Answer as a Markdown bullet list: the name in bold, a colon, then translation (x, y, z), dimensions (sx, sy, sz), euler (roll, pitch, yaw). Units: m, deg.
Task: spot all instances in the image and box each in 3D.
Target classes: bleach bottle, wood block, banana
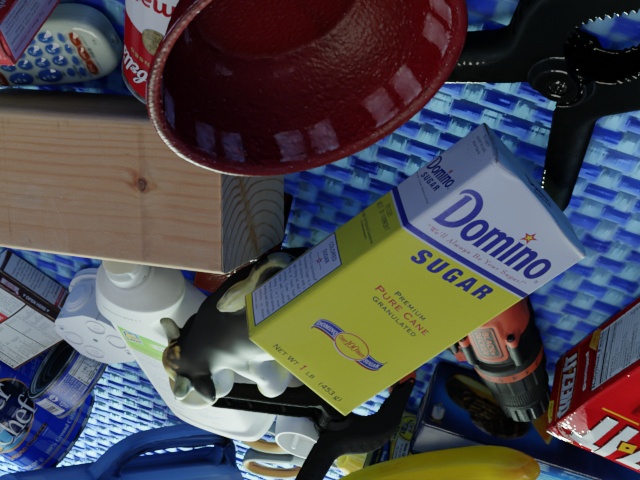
- **bleach bottle**: translation (-0.106, 0.077, 0.839), dimensions (0.103, 0.068, 0.251), euler (13, 153, 19)
- **wood block**: translation (-0.135, -0.042, 0.672), dimensions (0.206, 0.090, 0.091), euler (7, 106, 21)
- **banana**: translation (0.084, 0.185, 0.815), dimensions (0.198, 0.069, 0.037), euler (-18, 92, 30)

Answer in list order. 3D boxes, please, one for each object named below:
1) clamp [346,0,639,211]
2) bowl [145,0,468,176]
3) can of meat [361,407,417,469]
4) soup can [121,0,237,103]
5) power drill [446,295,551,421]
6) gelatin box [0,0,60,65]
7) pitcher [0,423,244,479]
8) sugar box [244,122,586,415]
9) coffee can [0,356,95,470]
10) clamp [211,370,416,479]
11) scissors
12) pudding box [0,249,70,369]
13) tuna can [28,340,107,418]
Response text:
- **clamp**: translation (0.115, -0.094, 0.551), dimensions (0.164, 0.036, 0.210), euler (29, 148, -13)
- **bowl**: translation (-0.012, -0.102, 0.525), dimensions (0.162, 0.055, 0.162), euler (-15, 150, -9)
- **can of meat**: translation (0.080, 0.195, 0.906), dimensions (0.084, 0.102, 0.057), euler (17, 146, 8)
- **soup can**: translation (-0.072, -0.126, 0.576), dimensions (0.068, 0.068, 0.102), euler (19, 145, 2)
- **power drill**: translation (0.068, 0.070, 0.782), dimensions (0.188, 0.057, 0.184), euler (-3, 136, 25)
- **gelatin box**: translation (-0.187, -0.138, 0.599), dimensions (0.073, 0.089, 0.030), euler (6, 142, 19)
- **pitcher**: translation (-0.194, 0.263, 1.032), dimensions (0.242, 0.149, 0.145), euler (6, 159, -41)
- **sugar box**: translation (0.052, 0.021, 0.613), dimensions (0.176, 0.048, 0.093), euler (-35, 124, 20)
- **coffee can**: translation (-0.308, 0.152, 1.041), dimensions (0.140, 0.102, 0.103), euler (38, 142, -24)
- **clamp**: translation (0.007, 0.149, 0.835), dimensions (0.171, 0.120, 0.039), euler (-14, 162, -22)
- **scissors**: translation (0.004, 0.199, 1.024), dimensions (0.202, 0.016, 0.096), euler (-11, 130, 29)
- **pudding box**: translation (-0.277, 0.064, 0.956), dimensions (0.090, 0.039, 0.114), euler (38, 137, -25)
- **tuna can**: translation (-0.226, 0.116, 0.966), dimensions (0.033, 0.086, 0.086), euler (38, 142, -21)
